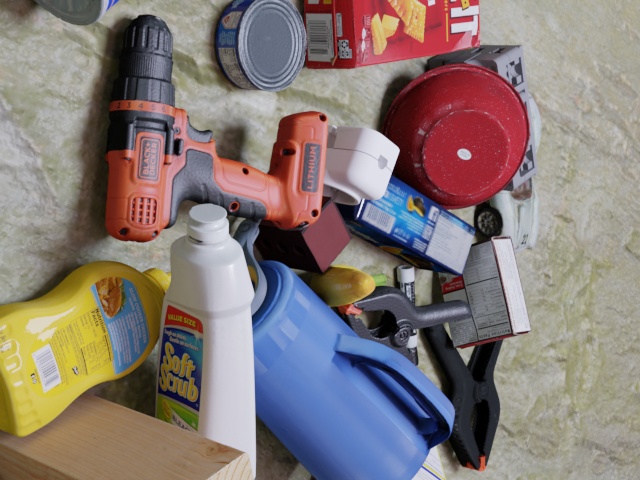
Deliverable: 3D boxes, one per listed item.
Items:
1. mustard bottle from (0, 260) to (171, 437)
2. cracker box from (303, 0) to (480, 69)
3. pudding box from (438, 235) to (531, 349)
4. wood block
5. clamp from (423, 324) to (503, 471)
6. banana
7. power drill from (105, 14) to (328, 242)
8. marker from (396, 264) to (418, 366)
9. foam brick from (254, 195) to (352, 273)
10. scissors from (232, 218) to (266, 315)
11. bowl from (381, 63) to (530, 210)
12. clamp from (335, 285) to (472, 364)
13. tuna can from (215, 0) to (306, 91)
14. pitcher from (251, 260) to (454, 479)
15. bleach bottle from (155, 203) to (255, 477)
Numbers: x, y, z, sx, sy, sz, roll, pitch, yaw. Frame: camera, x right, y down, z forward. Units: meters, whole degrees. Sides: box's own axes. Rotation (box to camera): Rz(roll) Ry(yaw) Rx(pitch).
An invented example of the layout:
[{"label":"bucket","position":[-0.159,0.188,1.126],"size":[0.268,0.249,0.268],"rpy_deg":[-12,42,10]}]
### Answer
[{"label":"mustard bottle","position":[-0.182,0.069,0.847],"size":[0.191,0.058,0.096],"rpy_deg":[-30,116,-40]},{"label":"cracker box","position":[0.075,-0.262,1.056],"size":[0.213,0.072,0.164],"rpy_deg":[-18,111,-45]},{"label":"pudding box","position":[0.182,0.059,1.201],"size":[0.039,0.090,0.113],"rpy_deg":[-5,79,-44]},{"label":"wood block","position":[-0.149,0.189,0.796],"size":[0.090,0.206,0.090],"rpy_deg":[-27,117,-42]},{"label":"clamp","position":[0.175,0.174,1.277],"size":[0.164,0.036,0.210],"rpy_deg":[-1,94,-46]},{"label":"banana","position":[0.023,0.040,1.026],"size":[0.197,0.069,0.037],"rpy_deg":[-12,85,-83]},{"label":"power drill","position":[-0.087,-0.084,0.893],"size":[0.187,0.057,0.184],"rpy_deg":[6,89,-28]},{"label":"marker","position":[0.098,0.087,1.188],"size":[0.020,0.020,0.121],"rpy_deg":[-20,112,-44]},{"label":"foam brick","position":[-0.021,-0.009,0.996],"size":[0.051,0.078,0.053],"rpy_deg":[-50,128,-29]},{"label":"scissors","position":[-0.056,0.001,0.952],"size":[0.201,0.096,0.016],"rpy_deg":[-54,134,-22]},{"label":"bowl","position":[0.146,-0.099,1.109],"size":[0.162,0.055,0.162],"rpy_deg":[-2,112,-5]},{"label":"clamp","position":[0.089,0.089,1.145],"size":[0.171,0.039,0.120],"rpy_deg":[38,81,-38]},{"label":"tuna can","position":[-0.053,-0.177,0.959],"size":[0.085,0.034,0.086],"rpy_deg":[-12,106,-46]},{"label":"pitcher","position":[0.002,0.129,0.990],"size":[0.149,0.145,0.242],"rpy_deg":[-42,123,-2]},{"label":"bleach bottle","position":[-0.094,0.084,0.851],"size":[0.067,0.103,0.251],"rpy_deg":[-18,126,-32]}]
